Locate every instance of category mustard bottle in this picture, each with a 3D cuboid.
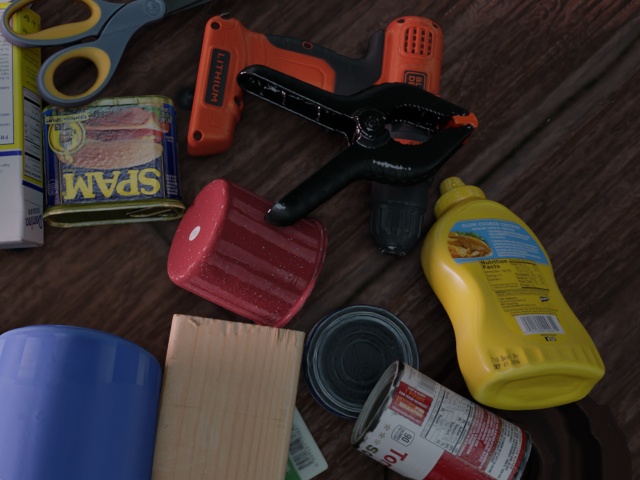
[{"bbox_3d":[0.124,0.028,0.765,0.096,0.058,0.192,0,49,-22],"label":"mustard bottle"}]

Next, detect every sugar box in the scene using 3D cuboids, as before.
[{"bbox_3d":[-0.252,-0.081,0.776,0.093,0.048,0.176,-3,85,9],"label":"sugar box"}]

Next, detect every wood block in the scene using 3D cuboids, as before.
[{"bbox_3d":[-0.069,0.163,0.722,0.091,0.090,0.206,8,76,-1],"label":"wood block"}]

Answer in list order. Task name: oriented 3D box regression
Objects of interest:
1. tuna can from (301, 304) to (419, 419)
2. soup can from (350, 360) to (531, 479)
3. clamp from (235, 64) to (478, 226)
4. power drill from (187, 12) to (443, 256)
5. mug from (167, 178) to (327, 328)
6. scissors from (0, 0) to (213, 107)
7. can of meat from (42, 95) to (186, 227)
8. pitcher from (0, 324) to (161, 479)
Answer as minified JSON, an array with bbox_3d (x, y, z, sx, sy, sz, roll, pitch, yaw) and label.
[{"bbox_3d":[0.030,0.090,0.791,0.086,0.034,0.086,1,83,-5],"label":"tuna can"},{"bbox_3d":[0.080,0.133,0.714,0.102,0.068,0.068,30,81,-2],"label":"soup can"},{"bbox_3d":[0.024,-0.081,0.749,0.171,0.039,0.120,-14,77,-22],"label":"clamp"},{"bbox_3d":[-0.003,-0.088,0.801,0.187,0.057,0.184,8,78,-7],"label":"power drill"},{"bbox_3d":[-0.055,0.001,0.762,0.081,0.117,0.093,27,122,-24],"label":"mug"},{"bbox_3d":[-0.127,-0.148,0.775,0.201,0.016,0.096,-7,81,-17],"label":"scissors"},{"bbox_3d":[-0.152,-0.057,0.783,0.102,0.057,0.084,-4,81,-5],"label":"can of meat"},{"bbox_3d":[-0.175,0.178,0.630,0.149,0.145,0.243,25,60,-36],"label":"pitcher"}]
